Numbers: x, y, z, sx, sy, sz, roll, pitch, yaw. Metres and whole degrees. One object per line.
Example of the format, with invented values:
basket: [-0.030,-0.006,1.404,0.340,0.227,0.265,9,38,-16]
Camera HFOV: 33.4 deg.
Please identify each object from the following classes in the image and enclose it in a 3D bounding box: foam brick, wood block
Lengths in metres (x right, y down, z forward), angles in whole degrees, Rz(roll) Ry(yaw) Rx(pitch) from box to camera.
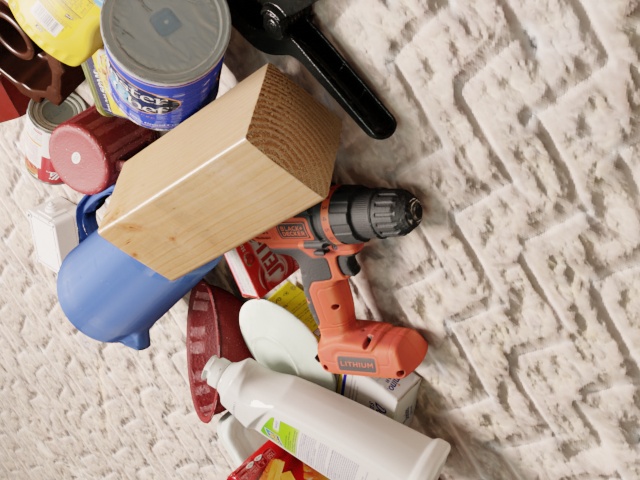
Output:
foam brick: [-0.363,-0.176,1.271,0.078,0.052,0.051,-2,119,52]
wood block: [-0.088,-0.053,0.922,0.090,0.090,0.207,36,137,-28]

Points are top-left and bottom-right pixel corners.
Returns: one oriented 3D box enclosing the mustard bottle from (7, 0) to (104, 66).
mustard bottle: [-0.199,-0.236,0.933,0.096,0.058,0.192,48,137,-10]

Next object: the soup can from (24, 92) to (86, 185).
soup can: [-0.307,-0.120,1.239,0.068,0.068,0.102,45,147,13]

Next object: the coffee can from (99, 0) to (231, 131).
coffee can: [-0.132,-0.160,0.903,0.103,0.102,0.140,52,167,2]

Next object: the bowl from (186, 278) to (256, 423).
bowl: [-0.107,0.121,1.188,0.162,0.055,0.162,179,90,-71]

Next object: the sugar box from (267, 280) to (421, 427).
sugar box: [0.018,0.126,1.082,0.176,0.048,0.093,34,144,22]

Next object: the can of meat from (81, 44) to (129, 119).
can of meat: [-0.184,-0.165,1.047,0.084,0.057,0.102,19,136,39]

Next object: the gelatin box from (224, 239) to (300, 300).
gelatin box: [-0.057,0.001,1.028,0.030,0.073,0.089,6,126,50]

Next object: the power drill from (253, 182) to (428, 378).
power drill: [0.032,0.034,0.954,0.185,0.057,0.187,0,122,40]

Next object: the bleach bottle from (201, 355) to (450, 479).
bleach bottle: [-0.004,0.178,1.036,0.251,0.068,0.103,28,142,14]

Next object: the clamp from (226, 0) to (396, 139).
clamp: [-0.023,-0.184,0.834,0.210,0.036,0.164,37,152,29]

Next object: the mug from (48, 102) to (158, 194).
mug: [-0.220,-0.096,1.120,0.117,0.081,0.093,20,125,21]

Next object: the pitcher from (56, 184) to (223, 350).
pitcher: [-0.201,0.013,1.185,0.149,0.145,0.243,28,149,-18]
